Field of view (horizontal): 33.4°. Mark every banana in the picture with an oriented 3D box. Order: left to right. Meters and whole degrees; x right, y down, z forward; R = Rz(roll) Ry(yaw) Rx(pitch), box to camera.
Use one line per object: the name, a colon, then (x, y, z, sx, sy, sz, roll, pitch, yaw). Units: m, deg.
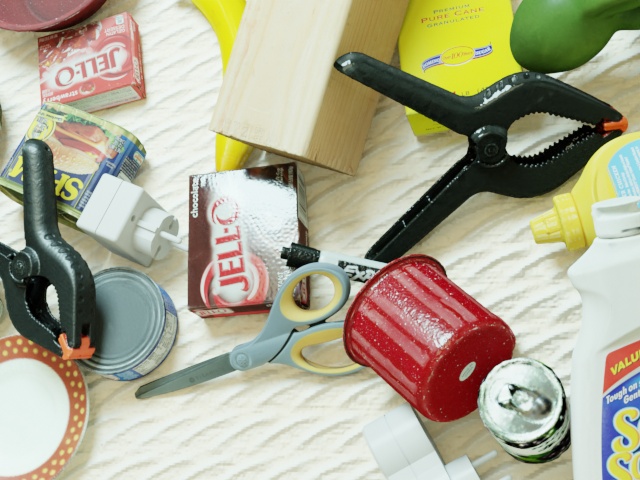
banana: (-0.076, -0.147, 0.888, 0.070, 0.037, 0.198, -29, 63, 24)

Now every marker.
marker: (0.030, 0.022, 0.782, 0.121, 0.020, 0.020, 13, 73, -2)

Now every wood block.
wood block: (0.002, -0.163, 0.808, 0.090, 0.090, 0.206, 18, 91, 29)

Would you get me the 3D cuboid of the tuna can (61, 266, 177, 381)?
tuna can: (-0.155, 0.066, 0.831, 0.086, 0.033, 0.086, -5, 70, 14)

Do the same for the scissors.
scissors: (-0.053, 0.068, 0.789, 0.202, 0.016, 0.096, -6, 107, 13)

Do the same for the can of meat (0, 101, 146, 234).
can of meat: (-0.204, -0.059, 0.879, 0.102, 0.057, 0.084, 22, 75, 22)

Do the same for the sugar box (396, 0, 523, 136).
sugar box: (0.106, -0.176, 0.841, 0.093, 0.048, 0.176, -10, 69, 12)

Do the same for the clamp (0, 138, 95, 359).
clamp: (-0.214, 0.009, 0.815, 0.171, 0.039, 0.120, 49, 117, 19)

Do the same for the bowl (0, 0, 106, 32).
bowl: (-0.237, -0.246, 0.955, 0.162, 0.055, 0.162, -5, 69, 14)

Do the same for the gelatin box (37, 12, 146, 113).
gelatin box: (-0.198, -0.150, 0.924, 0.089, 0.030, 0.073, -13, 68, 11)

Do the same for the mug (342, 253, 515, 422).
mug: (0.085, 0.068, 0.730, 0.082, 0.117, 0.093, 41, 123, 43)

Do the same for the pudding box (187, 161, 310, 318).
pudding box: (-0.055, 0.001, 0.824, 0.090, 0.039, 0.113, -6, 70, 13)

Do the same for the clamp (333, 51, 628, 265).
clamp: (0.116, -0.061, 0.778, 0.210, 0.164, 0.036, -4, 24, -4)
